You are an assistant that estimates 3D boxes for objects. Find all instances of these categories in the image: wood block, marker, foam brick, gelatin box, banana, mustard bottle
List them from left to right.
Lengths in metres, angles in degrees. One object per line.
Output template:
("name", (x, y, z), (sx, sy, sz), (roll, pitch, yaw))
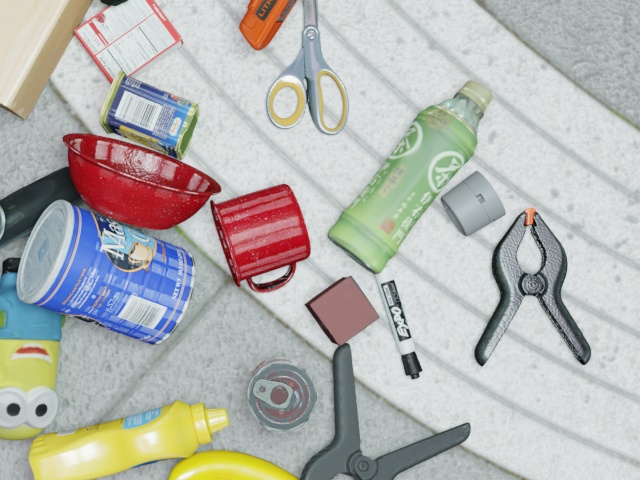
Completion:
("wood block", (-0.294, -0.237, 1.079), (0.090, 0.091, 0.206), (29, 86, -2))
("gelatin box", (-0.200, -0.211, 1.113), (0.089, 0.030, 0.073), (-37, 91, -5))
("mustard bottle", (-0.185, 0.199, 1.059), (0.191, 0.096, 0.058), (-15, 88, -4))
("banana", (-0.070, 0.254, 1.085), (0.197, 0.037, 0.069), (15, 72, -12))
("foam brick", (0.021, 0.071, 1.086), (0.051, 0.078, 0.053), (-35, 90, -6))
("marker", (0.082, 0.087, 1.117), (0.020, 0.020, 0.121), (-17, 88, -4))

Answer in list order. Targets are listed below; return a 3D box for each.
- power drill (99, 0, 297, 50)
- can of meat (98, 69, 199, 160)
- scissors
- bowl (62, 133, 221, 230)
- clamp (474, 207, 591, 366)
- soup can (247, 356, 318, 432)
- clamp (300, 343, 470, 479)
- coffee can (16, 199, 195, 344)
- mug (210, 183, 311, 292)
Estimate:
("power drill", (-0.114, -0.272, 1.055), (0.187, 0.057, 0.185), (36, 109, -1))
("can of meat", (-0.170, -0.123, 1.074), (0.084, 0.102, 0.057), (22, 86, -4))
("scissors", (-0.027, -0.204, 1.128), (0.096, 0.016, 0.202), (-16, 88, -4))
("bowl", (-0.182, -0.053, 1.049), (0.162, 0.162, 0.055), (20, 101, -2))
("clamp", (0.210, 0.054, 1.116), (0.120, 0.039, 0.171), (-8, 81, -8))
("soup can", (-0.039, 0.151, 1.066), (0.068, 0.102, 0.068), (0, 87, -3))
("clamp", (0.051, 0.230, 1.084), (0.164, 0.036, 0.210), (26, 72, -2))
("coffee can", (-0.207, 0.033, 1.036), (0.140, 0.103, 0.103), (23, 85, -31))
("mug", (-0.057, 0.001, 1.086), (0.081, 0.093, 0.117), (-18, 119, -9))
